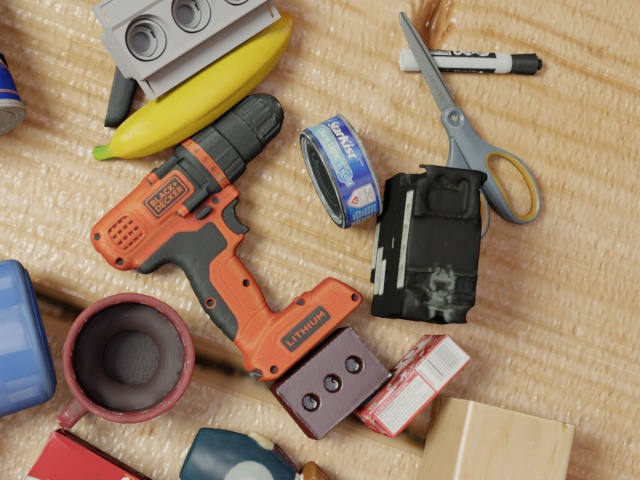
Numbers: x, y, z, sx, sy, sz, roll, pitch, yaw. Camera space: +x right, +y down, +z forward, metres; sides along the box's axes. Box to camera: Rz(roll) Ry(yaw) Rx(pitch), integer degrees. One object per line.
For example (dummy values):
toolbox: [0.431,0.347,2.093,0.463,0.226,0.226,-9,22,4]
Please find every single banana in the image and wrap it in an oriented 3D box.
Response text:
banana: [-0.091,-0.120,0.830,0.197,0.070,0.037,-36,126,-11]

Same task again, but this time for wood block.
wood block: [0.121,0.231,0.820,0.090,0.091,0.206,14,82,-8]

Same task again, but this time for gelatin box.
gelatin box: [0.069,0.112,0.832,0.089,0.073,0.030,-44,92,-9]

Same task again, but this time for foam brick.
foam brick: [0.006,0.111,0.833,0.078,0.051,0.053,-41,92,-10]

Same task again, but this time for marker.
marker: [0.127,-0.149,0.892,0.121,0.020,0.020,1,85,-9]

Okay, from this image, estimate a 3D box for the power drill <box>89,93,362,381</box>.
power drill: [-0.055,0.001,0.832,0.184,0.057,0.187,-42,90,-8]

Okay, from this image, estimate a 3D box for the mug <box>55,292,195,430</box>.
mug: [-0.150,0.096,0.794,0.093,0.081,0.117,43,80,-3]

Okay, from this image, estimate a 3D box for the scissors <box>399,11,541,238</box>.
scissors: [0.100,-0.081,0.874,0.096,0.016,0.201,-44,98,-6]

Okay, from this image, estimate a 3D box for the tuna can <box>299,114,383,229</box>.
tuna can: [0.015,-0.053,0.832,0.033,0.086,0.086,-24,89,-9]
